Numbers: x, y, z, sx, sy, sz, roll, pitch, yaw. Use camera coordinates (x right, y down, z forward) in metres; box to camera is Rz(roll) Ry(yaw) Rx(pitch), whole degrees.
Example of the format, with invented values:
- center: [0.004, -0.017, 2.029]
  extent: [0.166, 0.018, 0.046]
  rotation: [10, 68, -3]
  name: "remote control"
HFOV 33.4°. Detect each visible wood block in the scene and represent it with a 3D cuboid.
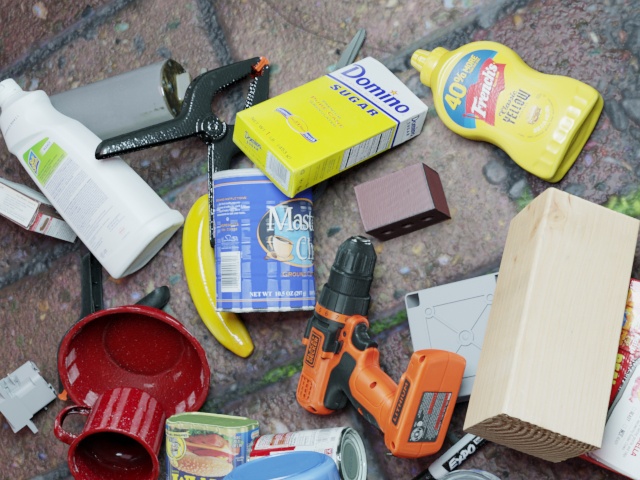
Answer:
- center: [0.199, 0.073, 0.918]
  extent: [0.090, 0.090, 0.206]
  rotation: [19, 67, -7]
  name: "wood block"

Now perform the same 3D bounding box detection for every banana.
- center: [-0.115, 0.032, 1.151]
  extent: [0.070, 0.037, 0.198]
  rotation: [-12, 76, 23]
  name: "banana"

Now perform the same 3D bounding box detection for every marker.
- center: [0.131, 0.202, 1.016]
  extent: [0.121, 0.020, 0.020]
  rotation: [-43, 66, 13]
  name: "marker"

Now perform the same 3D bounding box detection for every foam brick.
- center: [0.081, -0.038, 1.063]
  extent: [0.078, 0.053, 0.051]
  rotation: [-20, 73, 21]
  name: "foam brick"

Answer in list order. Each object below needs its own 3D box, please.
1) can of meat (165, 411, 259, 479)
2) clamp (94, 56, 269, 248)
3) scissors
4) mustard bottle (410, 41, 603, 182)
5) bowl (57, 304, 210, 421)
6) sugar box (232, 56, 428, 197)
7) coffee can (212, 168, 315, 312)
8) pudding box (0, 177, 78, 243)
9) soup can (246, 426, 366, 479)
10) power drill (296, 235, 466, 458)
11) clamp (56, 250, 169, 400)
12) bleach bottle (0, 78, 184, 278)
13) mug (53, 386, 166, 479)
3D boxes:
- center: [-0.111, 0.225, 1.096]
  extent: [0.102, 0.057, 0.084]
  rotation: [2, 93, 26]
  name: "can of meat"
- center: [-0.114, -0.107, 1.145]
  extent: [0.164, 0.036, 0.209]
  rotation: [45, 72, -9]
  name: "clamp"
- center: [0.007, -0.122, 1.133]
  extent: [0.202, 0.016, 0.096]
  rotation: [-47, 67, 11]
  name: "scissors"
- center: [0.169, -0.139, 1.037]
  extent: [0.192, 0.058, 0.096]
  rotation: [32, 100, 26]
  name: "mustard bottle"
- center: [-0.193, 0.125, 1.136]
  extent: [0.162, 0.055, 0.162]
  rotation: [1, 120, 2]
  name: "bowl"
- center: [0.012, -0.116, 1.055]
  extent: [0.176, 0.048, 0.093]
  rotation: [-30, 63, -28]
  name: "sugar box"
- center: [-0.057, 0.001, 1.084]
  extent: [0.103, 0.102, 0.140]
  rotation: [-3, 87, 25]
  name: "coffee can"
- center: [-0.344, -0.040, 1.242]
  extent: [0.114, 0.090, 0.039]
  rotation: [23, 91, 26]
  name: "pudding box"
- center: [-0.013, 0.222, 1.054]
  extent: [0.102, 0.068, 0.068]
  rotation: [-10, 77, 23]
  name: "soup can"
- center: [0.054, 0.104, 1.004]
  extent: [0.188, 0.057, 0.184]
  rotation: [31, 112, 53]
  name: "power drill"
- center: [-0.239, 0.104, 1.198]
  extent: [0.120, 0.039, 0.171]
  rotation: [14, 87, 30]
  name: "clamp"
- center: [-0.267, -0.082, 1.169]
  extent: [0.251, 0.068, 0.103]
  rotation: [49, 118, 6]
  name: "bleach bottle"
- center: [-0.216, 0.202, 1.100]
  extent: [0.117, 0.081, 0.093]
  rotation: [18, 118, -6]
  name: "mug"
